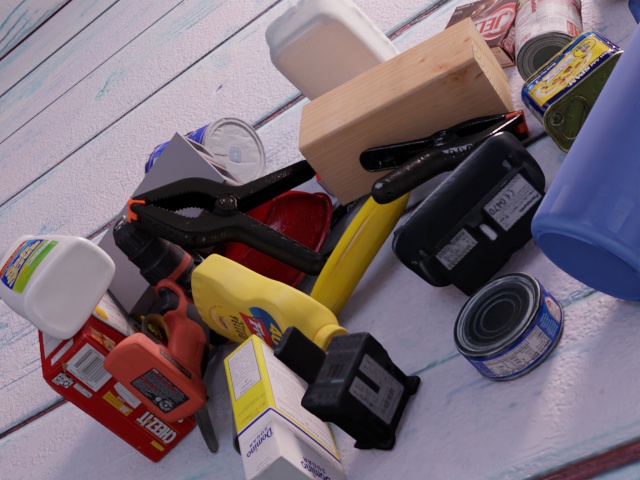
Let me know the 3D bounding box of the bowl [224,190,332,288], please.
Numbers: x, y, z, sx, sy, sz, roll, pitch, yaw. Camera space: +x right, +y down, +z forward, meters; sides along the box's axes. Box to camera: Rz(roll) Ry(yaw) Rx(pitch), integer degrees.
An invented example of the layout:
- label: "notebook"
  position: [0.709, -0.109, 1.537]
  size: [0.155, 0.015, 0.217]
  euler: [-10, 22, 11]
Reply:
- label: "bowl"
  position: [-0.058, 0.001, 1.181]
  size: [0.162, 0.055, 0.162]
  euler: [-45, 25, 26]

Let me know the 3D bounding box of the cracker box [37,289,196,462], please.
- label: "cracker box"
  position: [-0.230, 0.124, 1.169]
  size: [0.072, 0.164, 0.214]
  euler: [-44, 28, 4]

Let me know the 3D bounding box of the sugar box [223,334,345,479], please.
- label: "sugar box"
  position: [-0.030, 0.164, 0.907]
  size: [0.048, 0.093, 0.176]
  euler: [-41, 27, 13]

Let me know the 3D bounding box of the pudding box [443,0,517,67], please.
- label: "pudding box"
  position: [0.184, -0.231, 1.196]
  size: [0.114, 0.039, 0.090]
  euler: [-6, 47, 52]

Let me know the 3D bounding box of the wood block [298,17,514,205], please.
- label: "wood block"
  position: [0.088, -0.133, 1.118]
  size: [0.206, 0.090, 0.090]
  euler: [-26, 33, 22]

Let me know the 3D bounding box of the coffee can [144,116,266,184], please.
- label: "coffee can"
  position: [-0.155, -0.099, 1.433]
  size: [0.141, 0.102, 0.102]
  euler: [-15, 40, 46]

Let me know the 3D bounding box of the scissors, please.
- label: "scissors"
  position: [-0.124, 0.144, 1.137]
  size: [0.202, 0.096, 0.016]
  euler: [48, 130, 36]

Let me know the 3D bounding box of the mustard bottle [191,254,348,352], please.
- label: "mustard bottle"
  position: [-0.039, 0.079, 1.021]
  size: [0.192, 0.096, 0.058]
  euler: [20, 52, 41]

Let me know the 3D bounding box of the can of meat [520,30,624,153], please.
- label: "can of meat"
  position: [0.239, -0.138, 0.974]
  size: [0.102, 0.057, 0.084]
  euler: [-40, 25, 11]

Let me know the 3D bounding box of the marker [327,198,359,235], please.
- label: "marker"
  position: [0.035, -0.050, 1.186]
  size: [0.121, 0.020, 0.020]
  euler: [-48, 27, -4]

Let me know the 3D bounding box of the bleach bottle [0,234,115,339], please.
- label: "bleach bottle"
  position: [-0.306, 0.042, 1.139]
  size: [0.251, 0.068, 0.102]
  euler: [2, 55, 58]

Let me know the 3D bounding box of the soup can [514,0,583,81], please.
- label: "soup can"
  position: [0.229, -0.206, 1.067]
  size: [0.069, 0.068, 0.102]
  euler: [-29, 32, 31]

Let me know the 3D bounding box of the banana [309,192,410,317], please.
- label: "banana"
  position: [0.040, 0.011, 1.052]
  size: [0.037, 0.069, 0.197]
  euler: [31, 79, 20]

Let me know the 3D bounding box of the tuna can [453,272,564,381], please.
- label: "tuna can"
  position: [0.148, 0.067, 0.849]
  size: [0.086, 0.033, 0.086]
  euler: [-34, 29, 22]

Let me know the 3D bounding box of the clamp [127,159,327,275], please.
- label: "clamp"
  position: [-0.092, -0.035, 1.111]
  size: [0.164, 0.210, 0.036]
  euler: [-85, 2, -47]

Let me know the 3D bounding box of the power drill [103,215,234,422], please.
- label: "power drill"
  position: [-0.158, 0.078, 1.087]
  size: [0.057, 0.184, 0.187]
  euler: [-35, 22, 28]

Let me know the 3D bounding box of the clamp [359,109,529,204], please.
- label: "clamp"
  position: [0.118, -0.082, 1.029]
  size: [0.171, 0.039, 0.120]
  euler: [-18, 27, 12]
